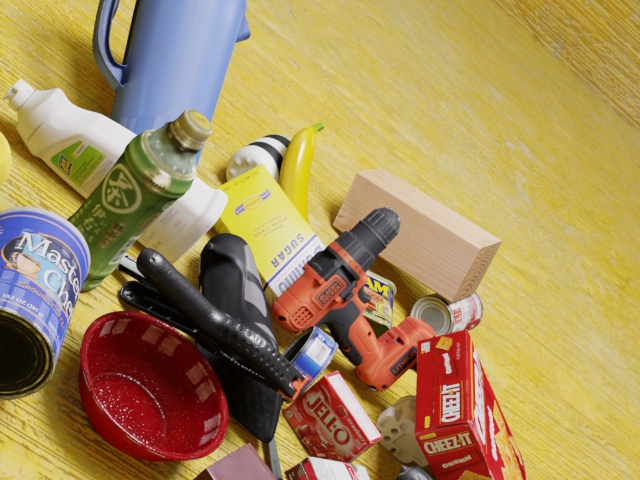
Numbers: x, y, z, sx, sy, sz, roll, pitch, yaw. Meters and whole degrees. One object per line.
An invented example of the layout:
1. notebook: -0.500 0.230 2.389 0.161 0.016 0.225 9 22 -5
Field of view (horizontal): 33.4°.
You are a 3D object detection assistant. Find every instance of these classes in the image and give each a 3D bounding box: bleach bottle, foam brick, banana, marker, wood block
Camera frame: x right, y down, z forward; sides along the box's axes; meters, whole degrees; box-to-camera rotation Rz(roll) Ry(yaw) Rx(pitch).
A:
1. bleach bottle: -0.227 -0.086 1.147 0.250 0.103 0.068 40 30 -14
2. foam brick: -0.085 0.230 0.979 0.051 0.053 0.078 52 27 11
3. banana: -0.024 -0.059 1.354 0.069 0.037 0.198 10 85 -43
4. marker: -0.167 0.044 1.104 0.121 0.020 0.020 29 25 12
5. wood block: 0.135 -0.010 1.491 0.206 0.091 0.090 33 21 22

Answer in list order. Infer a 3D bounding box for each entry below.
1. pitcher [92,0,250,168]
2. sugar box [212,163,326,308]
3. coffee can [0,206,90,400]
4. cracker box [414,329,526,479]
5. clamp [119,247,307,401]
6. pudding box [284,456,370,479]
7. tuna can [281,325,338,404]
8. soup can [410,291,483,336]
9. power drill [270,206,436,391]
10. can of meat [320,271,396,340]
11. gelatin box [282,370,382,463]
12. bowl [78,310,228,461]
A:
1. pitcher: -0.183 -0.198 1.249 0.145 0.149 0.242 68 30 -64
2. sugar box: -0.058 0.001 1.287 0.093 0.048 0.176 -32 74 -25
3. coffee can: -0.263 0.051 0.916 0.102 0.103 0.140 35 30 -21
4. cracker box: 0.177 0.235 1.229 0.164 0.072 0.213 -81 149 -57
5. clamp: -0.103 0.083 1.026 0.210 0.165 0.036 33 71 1
6. pudding box: 0.021 0.269 1.074 0.113 0.039 0.090 23 35 -52
7. tuna can: -0.022 0.134 1.160 0.033 0.086 0.086 42 28 -7
8. soup can: 0.178 0.103 1.497 0.068 0.069 0.102 54 29 15
9. power drill: 0.057 0.074 1.246 0.187 0.184 0.057 49 -2 -31
10. can of meat: 0.043 0.082 1.341 0.102 0.058 0.084 26 35 -14
11. gelatin box: 0.012 0.196 1.136 0.089 0.073 0.030 55 29 16
12. bowl: -0.164 0.144 0.980 0.162 0.055 0.162 34 30 -23
